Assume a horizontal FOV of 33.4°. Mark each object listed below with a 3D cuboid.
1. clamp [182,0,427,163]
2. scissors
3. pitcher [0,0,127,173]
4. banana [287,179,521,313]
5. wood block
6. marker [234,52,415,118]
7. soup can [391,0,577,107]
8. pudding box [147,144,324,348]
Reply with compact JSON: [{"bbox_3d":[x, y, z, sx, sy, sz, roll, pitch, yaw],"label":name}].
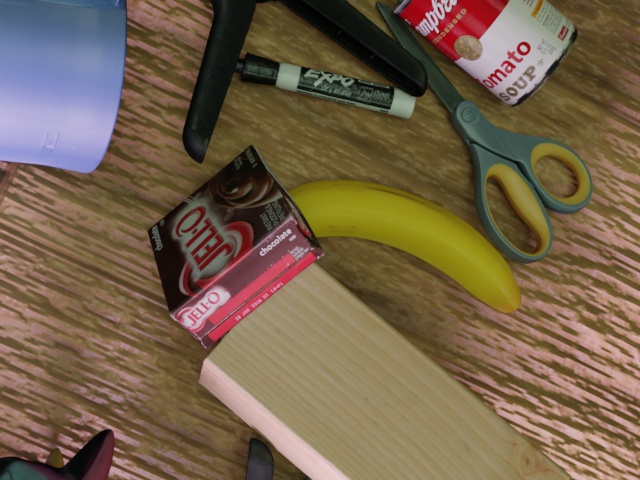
[{"bbox_3d":[-0.044,-0.157,0.673,0.164,0.036,0.210,-26,89,-17],"label":"clamp"},{"bbox_3d":[0.117,-0.083,0.723,0.096,0.016,0.202,-22,87,-20],"label":"scissors"},{"bbox_3d":[-0.229,-0.118,0.568,0.242,0.145,0.149,3,103,-28],"label":"pitcher"},{"bbox_3d":[0.046,-0.002,0.707,0.197,0.037,0.070,11,115,-7],"label":"banana"},{"bbox_3d":[0.033,0.113,0.651,0.206,0.090,0.090,40,72,4],"label":"wood block"},{"bbox_3d":[0.003,-0.102,0.703,0.121,0.020,0.020,12,90,-9],"label":"marker"},{"bbox_3d":[0.107,-0.143,0.693,0.102,0.068,0.068,38,86,-8],"label":"soup can"},{"bbox_3d":[-0.054,0.001,0.642,0.090,0.113,0.039,-38,118,5],"label":"pudding box"}]
